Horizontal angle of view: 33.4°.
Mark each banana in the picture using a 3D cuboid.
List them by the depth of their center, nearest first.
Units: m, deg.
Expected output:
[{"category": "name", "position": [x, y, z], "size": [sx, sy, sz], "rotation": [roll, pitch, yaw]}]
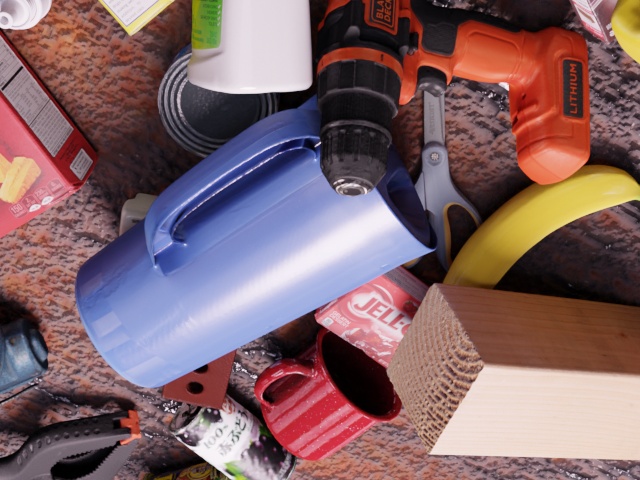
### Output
[{"category": "banana", "position": [0.157, -0.001, 0.794], "size": [0.198, 0.037, 0.069], "rotation": [-32, 99, 9]}]

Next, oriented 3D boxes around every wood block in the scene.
[{"category": "wood block", "position": [0.168, 0.100, 0.798], "size": [0.205, 0.090, 0.091], "rotation": [7, 124, -27]}]

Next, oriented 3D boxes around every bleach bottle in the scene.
[{"category": "bleach bottle", "position": [-0.046, -0.220, 0.656], "size": [0.068, 0.103, 0.251], "rotation": [-6, 104, -22]}]

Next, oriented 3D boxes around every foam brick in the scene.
[{"category": "foam brick", "position": [-0.095, 0.089, 0.872], "size": [0.053, 0.051, 0.078], "rotation": [12, 121, -4]}]

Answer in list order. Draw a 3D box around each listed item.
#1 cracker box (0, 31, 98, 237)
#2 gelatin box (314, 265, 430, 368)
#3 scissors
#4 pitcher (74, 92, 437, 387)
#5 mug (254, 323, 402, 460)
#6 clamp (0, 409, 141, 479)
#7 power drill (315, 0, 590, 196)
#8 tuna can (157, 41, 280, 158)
[{"category": "cracker box", "position": [-0.293, -0.091, 0.768], "size": [0.164, 0.072, 0.213], "rotation": [-27, 114, 18]}, {"category": "gelatin box", "position": [0.052, 0.058, 0.846], "size": [0.089, 0.030, 0.073], "rotation": [36, 125, -24]}, {"category": "scissors", "position": [0.068, -0.053, 0.797], "size": [0.096, 0.016, 0.201], "rotation": [-15, 118, 13]}, {"category": "pitcher", "position": [-0.055, 0.001, 0.743], "size": [0.243, 0.145, 0.149], "rotation": [-31, 107, 16]}, {"category": "mug", "position": [-0.003, 0.123, 0.859], "size": [0.117, 0.093, 0.082], "rotation": [20, 130, -42]}, {"category": "clamp", "position": [-0.245, 0.213, 0.954], "size": [0.210, 0.036, 0.164], "rotation": [-25, 140, 8]}, {"category": "power drill", "position": [0.084, -0.096, 0.676], "size": [0.187, 0.184, 0.057], "rotation": [16, 157, -26]}, {"category": "tuna can", "position": [-0.072, -0.103, 0.766], "size": [0.086, 0.033, 0.086], "rotation": [2, 121, 3]}]
